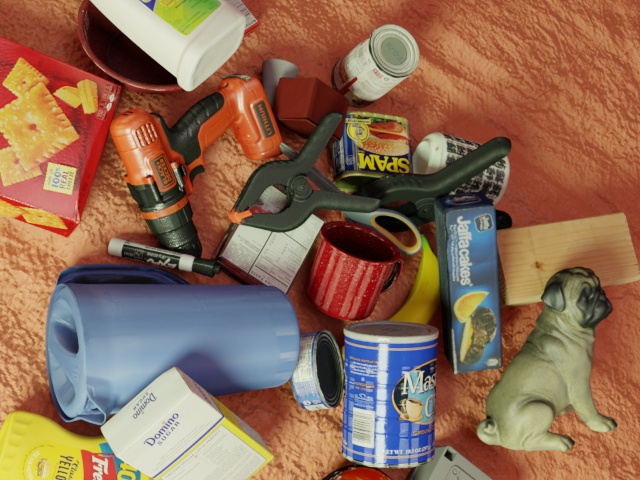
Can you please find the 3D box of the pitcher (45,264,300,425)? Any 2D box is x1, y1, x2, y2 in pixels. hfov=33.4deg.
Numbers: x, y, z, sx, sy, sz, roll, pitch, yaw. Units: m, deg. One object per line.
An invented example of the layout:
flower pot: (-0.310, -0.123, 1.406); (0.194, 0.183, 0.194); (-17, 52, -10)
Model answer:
pitcher: (-0.151, 0.096, 1.085); (0.242, 0.145, 0.149); (-2, 90, -30)

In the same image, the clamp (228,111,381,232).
clamp: (-0.016, -0.052, 1.172); (0.171, 0.039, 0.120); (-35, 92, -14)

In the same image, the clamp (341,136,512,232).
clamp: (0.130, -0.044, 1.257); (0.210, 0.164, 0.036); (-14, 54, 10)

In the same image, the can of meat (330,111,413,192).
can of meat: (0.061, -0.104, 1.273); (0.102, 0.058, 0.084); (5, 72, -25)

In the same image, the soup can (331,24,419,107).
soup can: (0.065, -0.208, 1.275); (0.068, 0.102, 0.068); (7, 73, -24)

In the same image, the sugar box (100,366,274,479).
sugar box: (-0.125, 0.196, 1.036); (0.093, 0.048, 0.176); (-40, 139, -2)

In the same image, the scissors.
scissors: (0.021, -0.027, 1.227); (0.201, 0.096, 0.016); (28, 24, -9)

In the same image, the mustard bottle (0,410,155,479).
mustard bottle: (-0.224, 0.236, 1.043); (0.191, 0.058, 0.096); (20, 70, -20)

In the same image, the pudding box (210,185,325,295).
pudding box: (-0.058, 0.001, 1.197); (0.090, 0.039, 0.113); (35, 66, -14)

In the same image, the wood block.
wood block: (0.282, 0.027, 1.325); (0.205, 0.090, 0.091); (-7, 81, -28)

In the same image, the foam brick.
foam brick: (-0.012, -0.150, 1.224); (0.078, 0.053, 0.051); (25, 75, -56)

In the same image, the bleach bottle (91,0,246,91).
bleach bottle: (-0.204, -0.268, 1.124); (0.251, 0.068, 0.102); (37, 56, 8)

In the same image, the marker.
marker: (-0.163, 0.019, 1.120); (0.121, 0.020, 0.020); (12, 69, 9)

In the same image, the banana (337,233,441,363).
banana: (0.095, 0.083, 1.253); (0.069, 0.037, 0.197); (33, 62, 6)

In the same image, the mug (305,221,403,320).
mug: (0.042, 0.036, 1.197); (0.117, 0.093, 0.082); (0, 120, -36)

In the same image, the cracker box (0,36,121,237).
cracker box: (-0.326, -0.118, 1.079); (0.213, 0.072, 0.164); (21, 68, -19)

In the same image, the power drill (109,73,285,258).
power drill: (-0.124, -0.084, 1.158); (0.187, 0.057, 0.184); (-38, 121, -35)

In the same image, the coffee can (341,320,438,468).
coffee can: (0.075, 0.164, 1.159); (0.102, 0.103, 0.140); (-1, 96, -26)

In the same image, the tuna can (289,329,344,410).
tuna can: (-0.005, 0.142, 1.161); (0.086, 0.034, 0.086); (-10, 90, -71)

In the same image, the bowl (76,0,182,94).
bowl: (-0.186, -0.216, 1.169); (0.162, 0.055, 0.162); (7, 60, -13)
